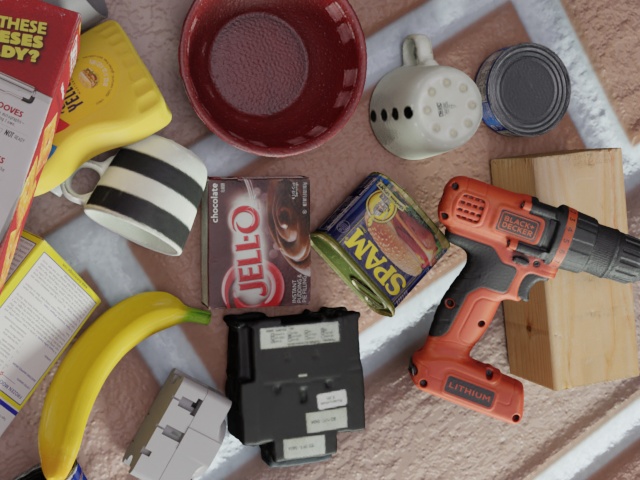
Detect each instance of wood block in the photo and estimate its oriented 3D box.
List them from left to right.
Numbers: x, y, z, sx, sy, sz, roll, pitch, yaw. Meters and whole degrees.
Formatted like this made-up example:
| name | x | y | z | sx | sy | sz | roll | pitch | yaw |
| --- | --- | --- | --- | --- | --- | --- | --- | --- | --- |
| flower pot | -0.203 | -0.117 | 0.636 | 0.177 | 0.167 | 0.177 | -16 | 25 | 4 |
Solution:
| name | x | y | z | sx | sy | sz | roll | pitch | yaw |
| --- | --- | --- | --- | --- | --- | --- | --- | --- | --- |
| wood block | 0.222 | 0.022 | 0.978 | 0.090 | 0.091 | 0.206 | -8 | 96 | -17 |

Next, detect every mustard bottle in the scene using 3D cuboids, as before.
| name | x | y | z | sx | sy | sz | roll | pitch | yaw |
| --- | --- | --- | --- | --- | --- | --- | --- | --- | --- |
| mustard bottle | -0.219 | -0.088 | 0.829 | 0.191 | 0.058 | 0.096 | -30 | 71 | -5 |

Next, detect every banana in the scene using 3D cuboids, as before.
| name | x | y | z | sx | sy | sz | roll | pitch | yaw |
| --- | --- | --- | --- | --- | --- | --- | --- | --- | --- |
| banana | -0.169 | 0.101 | 0.853 | 0.070 | 0.037 | 0.197 | 33 | 55 | 12 |

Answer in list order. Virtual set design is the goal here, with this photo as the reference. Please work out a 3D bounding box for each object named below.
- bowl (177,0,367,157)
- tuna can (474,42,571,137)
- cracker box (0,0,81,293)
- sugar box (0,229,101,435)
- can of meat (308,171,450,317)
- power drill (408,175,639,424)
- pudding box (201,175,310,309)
| name | x | y | z | sx | sy | sz | roll | pitch | yaw |
| --- | --- | --- | --- | --- | --- | --- | --- | --- | --- |
| bowl | -0.045 | -0.150 | 0.896 | 0.162 | 0.055 | 0.162 | -1 | 94 | -18 |
| tuna can | 0.185 | -0.138 | 0.985 | 0.086 | 0.034 | 0.086 | -1 | 94 | -18 |
| cracker box | -0.274 | -0.076 | 0.741 | 0.164 | 0.072 | 0.213 | 16 | 71 | -9 |
| sugar box | -0.252 | 0.086 | 0.813 | 0.176 | 0.048 | 0.093 | -53 | 142 | -18 |
| can of meat | 0.052 | 0.002 | 0.939 | 0.084 | 0.058 | 0.102 | -46 | 106 | -13 |
| power drill | 0.167 | 0.055 | 0.904 | 0.184 | 0.057 | 0.188 | 20 | 98 | 4 |
| pudding box | -0.056 | 0.001 | 0.911 | 0.090 | 0.039 | 0.113 | -2 | 94 | -18 |
